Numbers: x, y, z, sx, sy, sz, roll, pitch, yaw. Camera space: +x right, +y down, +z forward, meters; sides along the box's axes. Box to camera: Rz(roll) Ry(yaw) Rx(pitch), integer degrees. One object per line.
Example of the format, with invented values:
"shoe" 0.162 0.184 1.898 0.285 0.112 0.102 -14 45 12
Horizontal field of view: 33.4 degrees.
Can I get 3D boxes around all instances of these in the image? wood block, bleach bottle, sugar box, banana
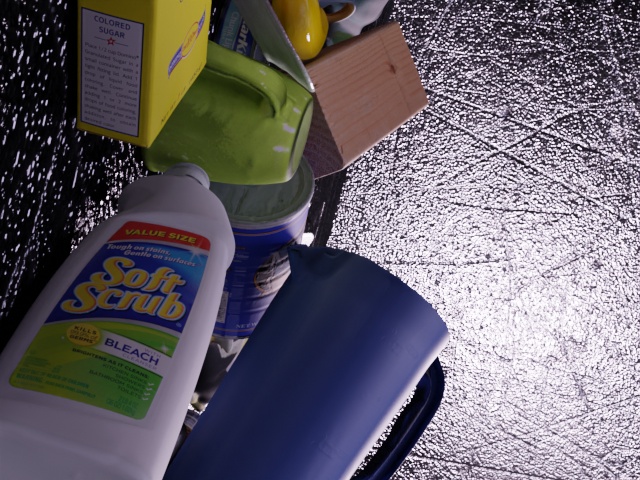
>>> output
"wood block" 0.011 -0.124 0.960 0.205 0.090 0.091 -40 110 -57
"bleach bottle" -0.108 0.035 0.579 0.250 0.102 0.068 -79 -172 -52
"sugar box" -0.079 -0.142 0.505 0.093 0.048 0.176 -69 175 -48
"banana" -0.013 -0.176 0.840 0.198 0.037 0.069 59 49 -85

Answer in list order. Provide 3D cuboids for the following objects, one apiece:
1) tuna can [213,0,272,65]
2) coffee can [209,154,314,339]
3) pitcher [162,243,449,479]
"tuna can" -0.057 -0.160 0.830 0.086 0.034 0.086 18 89 -86
"coffee can" -0.065 -0.003 0.852 0.140 0.103 0.102 102 6 -47
"pitcher" -0.012 0.137 0.796 0.242 0.149 0.145 -55 165 -16
